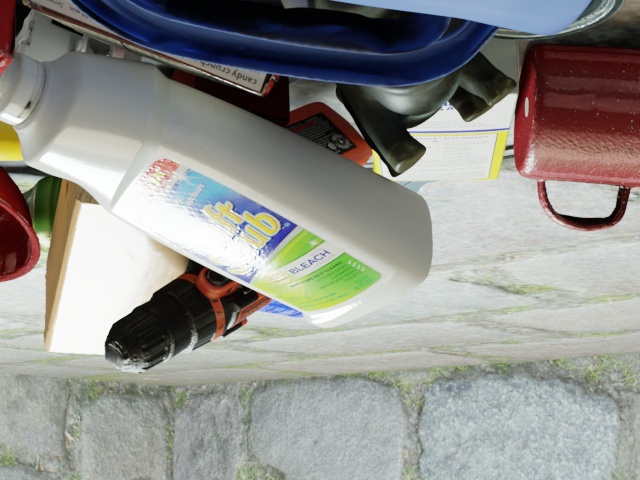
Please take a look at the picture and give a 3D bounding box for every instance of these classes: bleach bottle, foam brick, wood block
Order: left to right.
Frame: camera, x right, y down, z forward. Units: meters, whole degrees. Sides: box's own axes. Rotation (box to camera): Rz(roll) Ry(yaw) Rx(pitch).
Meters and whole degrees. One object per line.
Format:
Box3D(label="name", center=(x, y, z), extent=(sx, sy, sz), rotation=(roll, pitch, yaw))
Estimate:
Box3D(label="wood block", center=(-0.153, -0.001, 0.807), extent=(0.090, 0.091, 0.206), rotation=(4, 145, -18))
Box3D(label="bleach bottle", center=(-0.059, -0.028, 0.541), extent=(0.250, 0.068, 0.103), rotation=(24, 144, -38))
Box3D(label="foam brick", center=(-0.055, -0.071, 0.583), extent=(0.053, 0.051, 0.078), rotation=(10, 151, -22))

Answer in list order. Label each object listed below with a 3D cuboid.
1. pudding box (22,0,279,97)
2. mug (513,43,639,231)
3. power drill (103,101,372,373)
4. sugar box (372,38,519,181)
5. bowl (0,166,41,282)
Box3D(label="pudding box", center=(-0.070, -0.102, 0.493), extent=(0.113, 0.039, 0.090), rotation=(19, -175, -4))
Box3D(label="mug", center=(0.161, -0.064, 0.643), extent=(0.081, 0.117, 0.093), rotation=(4, -168, 2))
Box3D(label="power drill", center=(-0.055, 0.001, 0.722), extent=(0.184, 0.057, 0.188), rotation=(-32, 163, -45))
Box3D(label="sugar box", center=(0.078, -0.084, 0.704), extent=(0.093, 0.048, 0.176), rotation=(0, 165, 5))
Box3D(label="bowl", center=(-0.297, -0.030, 0.852), extent=(0.162, 0.055, 0.162), rotation=(6, 146, 4))
